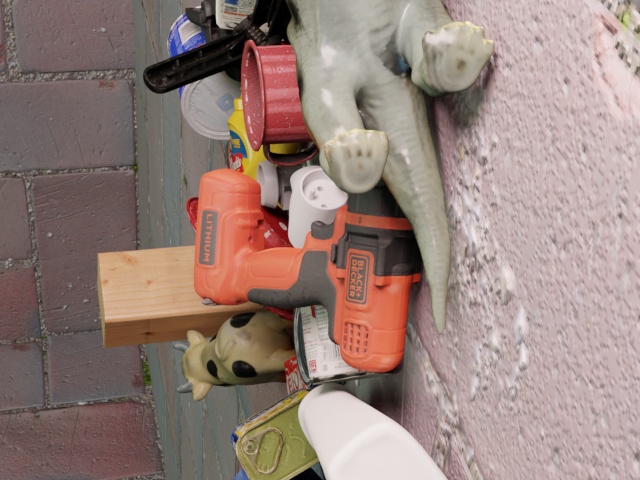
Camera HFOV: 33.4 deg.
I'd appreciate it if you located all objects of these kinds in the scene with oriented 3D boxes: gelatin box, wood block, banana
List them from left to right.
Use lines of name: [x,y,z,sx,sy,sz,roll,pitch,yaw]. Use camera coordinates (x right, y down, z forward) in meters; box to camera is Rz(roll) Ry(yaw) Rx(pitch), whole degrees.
wood block: [-0.162,0.065,1.292,0.091,0.206,0.090,112,150,-61]
banana: [-0.040,-0.104,1.041,0.037,0.069,0.198,38,147,6]
gelatin box: [-0.013,0.153,1.083,0.089,0.030,0.073,139,126,-73]

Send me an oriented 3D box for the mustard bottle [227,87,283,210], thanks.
mustard bottle: [-0.071,-0.083,1.184,0.096,0.058,0.191,-149,56,-74]

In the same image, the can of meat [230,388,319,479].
can of meat: [-0.031,0.179,0.984,0.057,0.102,0.084,62,168,-2]

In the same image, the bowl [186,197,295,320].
bowl: [-0.057,0.001,1.056,0.162,0.055,0.162,45,-167,-14]

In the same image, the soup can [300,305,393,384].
soup can: [0.018,0.058,0.839,0.069,0.068,0.102,138,125,-73]

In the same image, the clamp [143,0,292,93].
clamp: [-0.052,-0.188,0.948,0.036,0.165,0.209,53,-159,8]

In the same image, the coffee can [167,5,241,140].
coffee can: [-0.121,-0.199,1.254,0.140,0.102,0.103,-110,20,-48]

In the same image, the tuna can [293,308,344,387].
tuna can: [-0.001,0.095,1.002,0.086,0.033,0.086,175,90,-76]

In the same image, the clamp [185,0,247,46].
clamp: [-0.112,-0.237,1.135,0.120,0.039,0.171,108,152,-55]

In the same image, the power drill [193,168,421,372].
power drill: [-0.010,-0.008,0.781,0.188,0.057,0.184,9,96,41]

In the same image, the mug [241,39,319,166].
mug: [-0.020,-0.114,0.908,0.093,0.081,0.117,-112,22,-51]

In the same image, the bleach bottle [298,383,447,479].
bleach bottle: [0.032,0.164,0.813,0.102,0.068,0.251,54,174,-5]
